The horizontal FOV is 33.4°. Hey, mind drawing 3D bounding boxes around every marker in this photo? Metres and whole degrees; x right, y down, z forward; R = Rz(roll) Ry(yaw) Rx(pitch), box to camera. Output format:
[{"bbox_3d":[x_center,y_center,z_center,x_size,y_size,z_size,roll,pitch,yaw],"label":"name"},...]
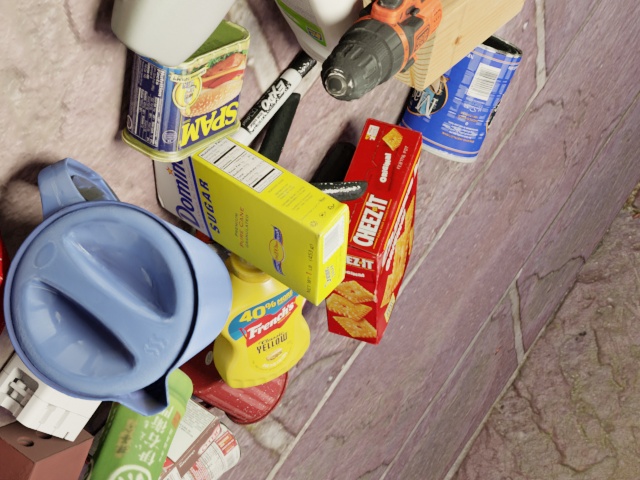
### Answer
[{"bbox_3d":[-0.043,-0.132,0.990,0.121,0.020,0.020,-52,157,-17],"label":"marker"}]

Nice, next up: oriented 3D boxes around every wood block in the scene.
[{"bbox_3d":[0.135,-0.254,1.117,0.205,0.090,0.091,-41,154,-38],"label":"wood block"}]

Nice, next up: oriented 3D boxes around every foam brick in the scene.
[{"bbox_3d":[-0.247,0.188,0.926,0.078,0.053,0.051,-15,133,-61],"label":"foam brick"}]

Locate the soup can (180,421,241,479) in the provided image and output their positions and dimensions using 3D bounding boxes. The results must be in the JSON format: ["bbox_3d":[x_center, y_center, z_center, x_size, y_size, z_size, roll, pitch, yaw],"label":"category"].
[{"bbox_3d":[-0.147,0.256,1.213,0.102,0.069,0.069,-36,150,-45],"label":"soup can"}]

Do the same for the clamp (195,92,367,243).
[{"bbox_3d":[-0.051,-0.061,0.998,0.171,0.120,0.039,-29,173,-22],"label":"clamp"}]

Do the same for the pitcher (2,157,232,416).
[{"bbox_3d":[-0.141,0.034,0.815,0.243,0.145,0.149,28,81,-86],"label":"pitcher"}]

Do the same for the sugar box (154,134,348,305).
[{"bbox_3d":[-0.060,-0.028,0.876,0.048,0.176,0.093,-46,154,-33],"label":"sugar box"}]

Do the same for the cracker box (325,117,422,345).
[{"bbox_3d":[0.059,-0.004,1.187,0.214,0.072,0.164,87,21,-60],"label":"cracker box"}]

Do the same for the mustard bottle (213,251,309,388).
[{"bbox_3d":[-0.058,0.059,0.990,0.096,0.058,0.192,-25,146,-18],"label":"mustard bottle"}]

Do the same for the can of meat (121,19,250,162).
[{"bbox_3d":[-0.102,-0.120,0.826,0.101,0.057,0.084,-34,145,-46],"label":"can of meat"}]

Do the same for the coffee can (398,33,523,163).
[{"bbox_3d":[0.165,-0.177,1.266,0.102,0.103,0.140,-20,136,-58],"label":"coffee can"}]

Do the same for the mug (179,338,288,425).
[{"bbox_3d":[-0.103,0.143,1.124,0.117,0.093,0.081,-34,136,19],"label":"mug"}]

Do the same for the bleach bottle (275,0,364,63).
[{"bbox_3d":[-0.011,-0.213,0.869,0.068,0.103,0.251,-44,163,-6],"label":"bleach bottle"}]

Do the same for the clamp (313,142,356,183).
[{"bbox_3d":[-0.025,-0.006,1.171,0.209,0.036,0.165,-42,153,-35],"label":"clamp"}]

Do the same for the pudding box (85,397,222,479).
[{"bbox_3d":[-0.168,0.199,1.061,0.113,0.090,0.039,-46,154,-27],"label":"pudding box"}]

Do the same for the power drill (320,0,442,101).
[{"bbox_3d":[0.059,-0.211,0.808,0.184,0.057,0.188,-52,160,-51],"label":"power drill"}]
